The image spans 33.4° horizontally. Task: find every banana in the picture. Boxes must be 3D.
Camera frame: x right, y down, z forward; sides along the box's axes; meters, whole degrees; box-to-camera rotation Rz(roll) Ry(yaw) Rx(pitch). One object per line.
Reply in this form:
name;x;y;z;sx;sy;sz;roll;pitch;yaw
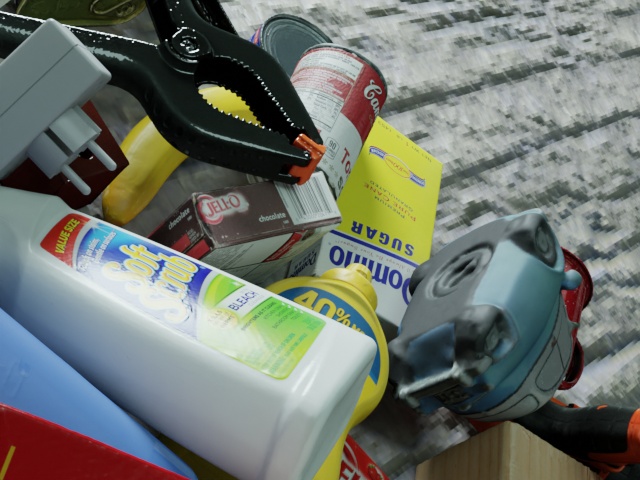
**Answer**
banana;-0.080;-0.066;0.711;0.197;0.037;0.069;-25;79;-49

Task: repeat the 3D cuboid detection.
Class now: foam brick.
foam brick;-0.160;-0.058;0.620;0.052;0.051;0.078;-26;80;-49

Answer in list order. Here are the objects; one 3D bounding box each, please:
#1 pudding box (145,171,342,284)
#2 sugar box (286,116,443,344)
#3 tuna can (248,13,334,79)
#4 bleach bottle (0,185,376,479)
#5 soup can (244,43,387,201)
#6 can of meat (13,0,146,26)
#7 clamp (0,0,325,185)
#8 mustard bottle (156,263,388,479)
pudding box;-0.054;0.001;0.645;0.113;0.090;0.039;-11;71;-47
sugar box;0.035;-0.010;0.769;0.093;0.048;0.176;32;43;-21
tuna can;-0.019;-0.129;0.815;0.086;0.034;0.086;24;48;-29
bleach bottle;-0.103;0.035;0.532;0.251;0.068;0.102;25;27;12
soup can;-0.003;-0.075;0.730;0.068;0.069;0.102;36;58;-17
can of meat;-0.169;-0.193;0.709;0.101;0.058;0.084;-14;69;-47
clamp;-0.082;-0.112;0.634;0.210;0.036;0.164;32;49;-1
mustard bottle;-0.011;0.076;0.618;0.096;0.058;0.191;37;43;-3
